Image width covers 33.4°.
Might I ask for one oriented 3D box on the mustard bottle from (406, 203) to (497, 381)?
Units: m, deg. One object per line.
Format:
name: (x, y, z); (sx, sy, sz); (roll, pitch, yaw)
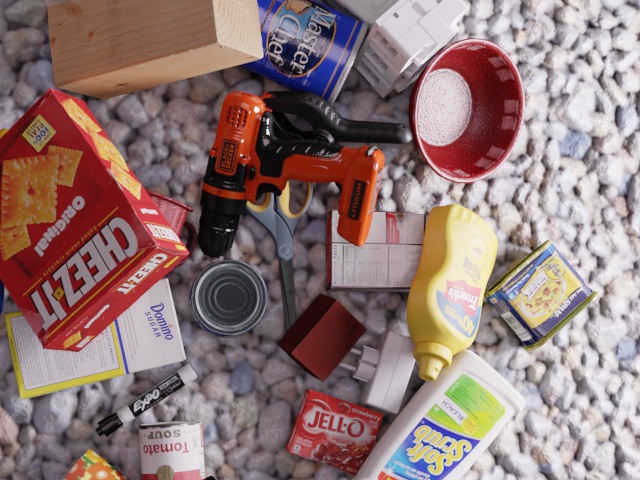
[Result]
mustard bottle: (0.138, 0.062, 1.159); (0.096, 0.058, 0.191); (39, 57, -37)

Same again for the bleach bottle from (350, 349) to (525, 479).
bleach bottle: (0.108, 0.238, 1.138); (0.102, 0.068, 0.250); (42, 68, -3)

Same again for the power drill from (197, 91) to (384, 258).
power drill: (-0.035, -0.052, 1.143); (0.188, 0.057, 0.184); (15, 105, 7)

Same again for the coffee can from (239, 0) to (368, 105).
coffee can: (-0.031, -0.222, 1.182); (0.140, 0.103, 0.103); (25, 80, -4)

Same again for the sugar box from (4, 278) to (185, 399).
sugar box: (-0.240, 0.104, 1.141); (0.176, 0.048, 0.093); (-12, 85, -13)

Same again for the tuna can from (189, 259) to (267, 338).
tuna can: (-0.101, 0.063, 1.171); (0.086, 0.034, 0.086); (1, 83, -8)

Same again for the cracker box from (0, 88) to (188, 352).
cracker box: (-0.260, -0.020, 1.083); (0.164, 0.072, 0.214); (-41, 70, 13)

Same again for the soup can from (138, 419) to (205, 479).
soup can: (-0.155, 0.243, 1.123); (0.068, 0.068, 0.102); (-3, 83, -9)

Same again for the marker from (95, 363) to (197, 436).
marker: (-0.189, 0.174, 1.152); (0.121, 0.020, 0.020); (-33, 88, -11)

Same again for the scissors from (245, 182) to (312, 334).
scissors: (-0.058, 0.001, 1.193); (0.096, 0.016, 0.202); (12, 80, -9)

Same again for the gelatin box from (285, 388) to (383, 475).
gelatin box: (0.015, 0.210, 1.170); (0.089, 0.030, 0.073); (21, 80, -5)

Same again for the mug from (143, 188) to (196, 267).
mug: (-0.185, -0.007, 1.148); (0.117, 0.093, 0.081); (24, 83, -42)

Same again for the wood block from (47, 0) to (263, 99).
wood block: (-0.174, -0.217, 1.116); (0.206, 0.090, 0.090); (-10, 83, 26)

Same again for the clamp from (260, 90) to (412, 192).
clamp: (0.013, -0.118, 1.168); (0.171, 0.039, 0.120); (35, 121, -11)

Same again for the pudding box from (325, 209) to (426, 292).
pudding box: (0.062, 0.012, 1.199); (0.113, 0.039, 0.090); (2, 84, -6)

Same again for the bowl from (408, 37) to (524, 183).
bowl: (0.154, -0.148, 1.204); (0.161, 0.055, 0.162); (-8, 105, -31)

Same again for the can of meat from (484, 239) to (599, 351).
can of meat: (0.248, 0.062, 1.210); (0.102, 0.057, 0.084); (-39, 87, -12)

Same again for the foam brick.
foam brick: (0.001, 0.106, 1.166); (0.053, 0.051, 0.078); (45, 78, -19)
